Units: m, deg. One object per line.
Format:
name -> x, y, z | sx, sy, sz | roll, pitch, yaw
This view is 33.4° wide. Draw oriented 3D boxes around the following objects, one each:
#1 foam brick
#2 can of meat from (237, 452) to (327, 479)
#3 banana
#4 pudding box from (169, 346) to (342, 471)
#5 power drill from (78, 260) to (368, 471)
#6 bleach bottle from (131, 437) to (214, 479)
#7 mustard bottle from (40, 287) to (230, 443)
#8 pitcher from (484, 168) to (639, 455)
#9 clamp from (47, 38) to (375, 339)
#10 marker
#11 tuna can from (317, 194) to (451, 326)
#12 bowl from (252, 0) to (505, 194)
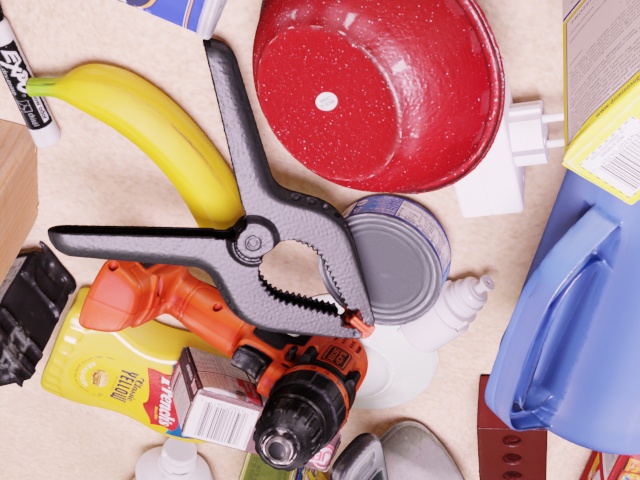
foam brick -> 0.148, 0.148, 0.820 | 0.053, 0.051, 0.078 | 0, 132, 13
can of meat -> -0.030, 0.221, 0.900 | 0.057, 0.102, 0.084 | -8, 128, 21
banana -> -0.099, -0.053, 0.705 | 0.070, 0.037, 0.197 | -16, 127, 45
pudding box -> -0.048, 0.121, 0.776 | 0.113, 0.090, 0.039 | 20, 99, -18
power drill -> -0.063, 0.073, 0.715 | 0.188, 0.184, 0.057 | 30, 104, 7
bleach bottle -> -0.158, 0.265, 1.000 | 0.102, 0.068, 0.251 | 16, 132, -2
mustard bottle -> -0.118, 0.112, 0.846 | 0.191, 0.058, 0.096 | 23, 122, -9
pitcher -> 0.184, 0.005, 0.618 | 0.145, 0.149, 0.243 | 10, 131, 4
clamp -> -0.054, 0.001, 0.677 | 0.164, 0.036, 0.210 | -42, 107, 8
marker -> -0.196, -0.112, 0.682 | 0.020, 0.020, 0.121 | -3, 131, 16
tuna can -> 0.044, 0.013, 0.717 | 0.086, 0.033, 0.086 | 11, 122, 17
bowl -> 0.018, -0.085, 0.590 | 0.162, 0.055, 0.162 | 21, 131, 26
